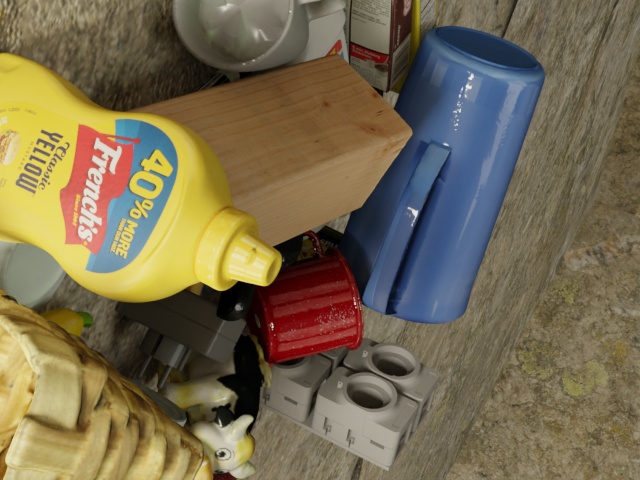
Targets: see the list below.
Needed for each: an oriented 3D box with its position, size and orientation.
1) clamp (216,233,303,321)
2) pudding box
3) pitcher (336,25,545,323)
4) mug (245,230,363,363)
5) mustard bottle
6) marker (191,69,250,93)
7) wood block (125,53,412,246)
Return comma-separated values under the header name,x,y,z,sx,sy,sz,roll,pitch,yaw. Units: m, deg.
name,x,y,z,sx,sy,sz,roll,pitch,yaw
clamp,-0.055,0.001,0.827,0.039,0.120,0.171,-26,170,31
pudding box,0.028,-0.184,0.880,0.039,0.090,0.113,-52,158,-31
pitcher,0.101,-0.054,0.928,0.144,0.149,0.243,3,120,-27
mug,-0.019,0.048,0.921,0.081,0.093,0.117,-12,102,-17
mustard bottle,-0.105,-0.022,0.547,0.096,0.192,0.058,-65,161,-5
marker,-0.082,-0.106,0.782,0.121,0.020,0.020,-50,156,-40
wood block,-0.045,-0.052,0.740,0.205,0.090,0.091,-25,157,-44
